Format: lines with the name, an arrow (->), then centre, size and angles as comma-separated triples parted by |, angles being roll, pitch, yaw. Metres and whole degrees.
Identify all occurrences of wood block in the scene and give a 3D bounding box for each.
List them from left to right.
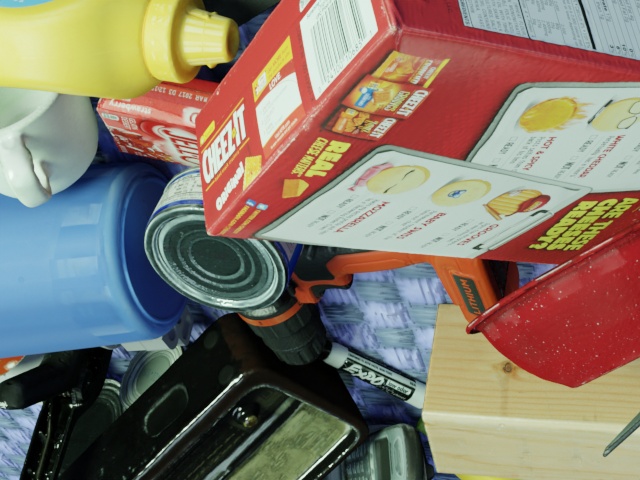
wood block -> 0.180, 0.104, 0.705 | 0.206, 0.090, 0.090 | 2, 144, 16

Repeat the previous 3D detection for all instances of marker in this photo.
marker -> 0.031, 0.096, 0.806 | 0.121, 0.020, 0.020 | 28, 144, -21

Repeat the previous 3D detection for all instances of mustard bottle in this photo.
mustard bottle -> -0.128, -0.099, 0.487 | 0.192, 0.096, 0.058 | 8, 116, 17

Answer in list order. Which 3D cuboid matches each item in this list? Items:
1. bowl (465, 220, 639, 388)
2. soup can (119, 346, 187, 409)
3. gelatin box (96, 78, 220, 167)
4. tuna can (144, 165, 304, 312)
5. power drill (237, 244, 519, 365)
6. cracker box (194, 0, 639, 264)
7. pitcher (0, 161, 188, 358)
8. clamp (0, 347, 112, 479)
bowl -> 0.159, 0.033, 0.557 | 0.162, 0.055, 0.162 | -26, 168, -6
soup can -> -0.104, 0.131, 0.858 | 0.069, 0.068, 0.102 | -14, 138, 34
gelatin box -> -0.075, -0.062, 0.572 | 0.073, 0.030, 0.089 | 13, 170, -1
tuna can -> -0.054, 0.001, 0.596 | 0.086, 0.033, 0.086 | 12, 138, 11
power drill -> 0.024, 0.024, 0.667 | 0.188, 0.057, 0.184 | -3, 143, 21
cracker box -> 0.074, -0.056, 0.467 | 0.213, 0.072, 0.164 | 4, 153, -28
pitcher -> -0.212, 0.006, 0.671 | 0.243, 0.145, 0.149 | -5, 155, 19
clamp -> -0.186, 0.115, 0.766 | 0.039, 0.171, 0.120 | 14, 117, 9
